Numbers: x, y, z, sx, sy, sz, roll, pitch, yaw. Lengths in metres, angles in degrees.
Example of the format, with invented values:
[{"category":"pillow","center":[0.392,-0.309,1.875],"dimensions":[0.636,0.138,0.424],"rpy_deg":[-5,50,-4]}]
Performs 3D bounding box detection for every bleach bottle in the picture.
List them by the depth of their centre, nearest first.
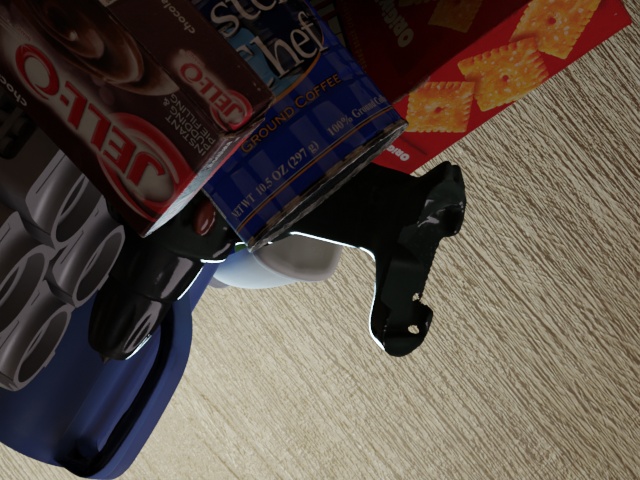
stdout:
[{"category":"bleach bottle","center":[-0.056,0.001,0.877],"dimensions":[0.251,0.068,0.102],"rpy_deg":[-27,-132,65]}]

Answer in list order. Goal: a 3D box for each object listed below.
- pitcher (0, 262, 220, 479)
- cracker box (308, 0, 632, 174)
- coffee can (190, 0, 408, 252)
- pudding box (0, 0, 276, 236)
[{"category":"pitcher","center":[-0.148,0.043,0.776],"dimensions":[0.243,0.149,0.145],"rpy_deg":[-56,-177,13]},{"category":"cracker box","center":[0.074,-0.147,0.709],"dimensions":[0.214,0.072,0.164],"rpy_deg":[-33,-137,21]},{"category":"coffee can","center":[-0.039,-0.080,0.533],"dimensions":[0.103,0.140,0.103],"rpy_deg":[-39,178,-2]},{"category":"pudding box","center":[-0.082,-0.067,0.424],"dimensions":[0.039,0.113,0.090],"rpy_deg":[-42,180,-39]}]
